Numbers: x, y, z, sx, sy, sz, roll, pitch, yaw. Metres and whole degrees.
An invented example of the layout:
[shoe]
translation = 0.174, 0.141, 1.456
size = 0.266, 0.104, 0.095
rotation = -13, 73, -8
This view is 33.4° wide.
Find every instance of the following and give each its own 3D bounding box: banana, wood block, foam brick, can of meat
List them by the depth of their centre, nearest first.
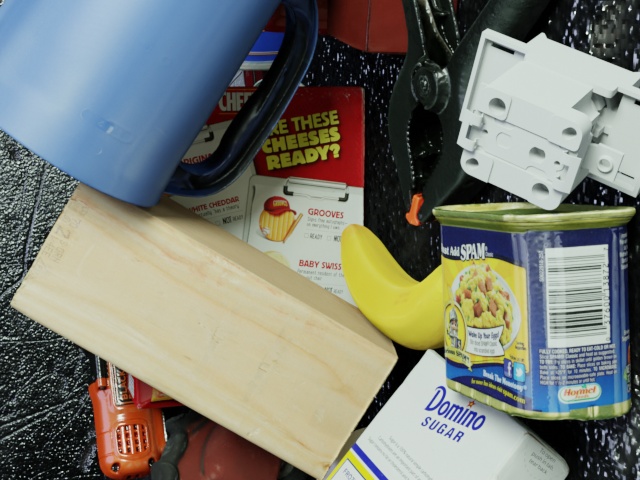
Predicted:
[can of meat]
translation = 0.090, 0.027, 0.461
size = 0.102, 0.057, 0.084
rotation = -170, 76, -72
[foam brick]
translation = 0.039, -0.138, 0.612
size = 0.078, 0.053, 0.051
rotation = -133, 44, -64
[banana]
translation = 0.051, 0.027, 0.627
size = 0.198, 0.037, 0.069
rotation = -174, 94, -72
[wood block]
translation = -0.067, 0.046, 0.649
size = 0.090, 0.206, 0.091
rotation = -59, 5, 6

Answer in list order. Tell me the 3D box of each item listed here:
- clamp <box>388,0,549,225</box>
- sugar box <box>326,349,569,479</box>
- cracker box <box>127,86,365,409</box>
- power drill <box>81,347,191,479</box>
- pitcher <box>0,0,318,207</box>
[clamp]
translation = 0.072, -0.083, 0.536
size = 0.120, 0.039, 0.171
rotation = -141, 44, -57
[sugar box]
translation = 0.032, 0.147, 0.515
size = 0.176, 0.048, 0.093
rotation = -49, 31, 0
[cracker box]
translation = -0.055, 0.001, 0.745
size = 0.072, 0.164, 0.214
rotation = -162, 70, -71
[power drill]
translation = -0.088, 0.083, 0.822
size = 0.057, 0.187, 0.184
rotation = 126, 137, -66
[pitcher]
translation = -0.073, -0.144, 0.587
size = 0.243, 0.145, 0.149
rotation = -53, -11, 8
